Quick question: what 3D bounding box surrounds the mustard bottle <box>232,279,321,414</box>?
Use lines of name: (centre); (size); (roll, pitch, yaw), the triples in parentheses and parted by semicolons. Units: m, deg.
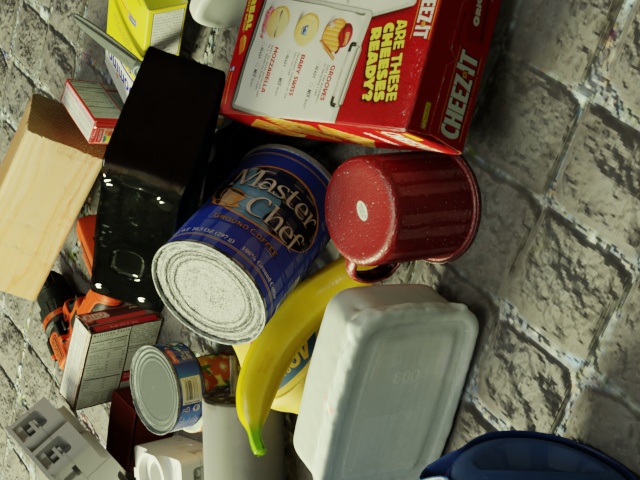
mustard bottle: (-0.031, 0.091, 0.934); (0.096, 0.058, 0.192); (-43, 61, 17)

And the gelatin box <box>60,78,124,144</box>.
gelatin box: (-0.222, -0.133, 1.119); (0.089, 0.073, 0.030); (49, 126, 39)

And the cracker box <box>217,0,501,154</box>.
cracker box: (0.028, -0.156, 0.793); (0.214, 0.072, 0.164); (12, 88, 47)

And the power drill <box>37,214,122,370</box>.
power drill: (-0.270, 0.060, 1.225); (0.184, 0.057, 0.188); (57, 136, 32)

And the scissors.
scissors: (-0.159, -0.137, 0.997); (0.202, 0.016, 0.096); (27, 130, 28)

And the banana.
banana: (-0.015, 0.078, 0.873); (0.070, 0.037, 0.198); (32, 89, 27)

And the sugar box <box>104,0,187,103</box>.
sugar box: (-0.174, -0.201, 1.039); (0.093, 0.048, 0.176); (62, 153, 23)

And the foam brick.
foam brick: (-0.195, 0.202, 1.156); (0.053, 0.051, 0.078); (32, 118, 45)

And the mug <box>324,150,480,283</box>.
mug: (0.053, -0.015, 0.802); (0.093, 0.081, 0.117); (50, 130, 33)

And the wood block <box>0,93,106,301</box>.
wood block: (-0.321, -0.047, 1.198); (0.206, 0.090, 0.091); (-57, 25, 27)

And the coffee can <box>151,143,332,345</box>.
coffee can: (-0.056, 0.001, 0.865); (0.103, 0.140, 0.103); (18, 134, 20)

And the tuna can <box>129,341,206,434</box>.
tuna can: (-0.145, 0.140, 1.017); (0.086, 0.033, 0.086); (10, 103, 49)

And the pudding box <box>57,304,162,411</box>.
pudding box: (-0.228, 0.125, 1.154); (0.039, 0.089, 0.114); (42, 126, 37)

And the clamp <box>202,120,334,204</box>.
clamp: (-0.053, -0.083, 0.955); (0.165, 0.036, 0.210); (53, 131, 35)
